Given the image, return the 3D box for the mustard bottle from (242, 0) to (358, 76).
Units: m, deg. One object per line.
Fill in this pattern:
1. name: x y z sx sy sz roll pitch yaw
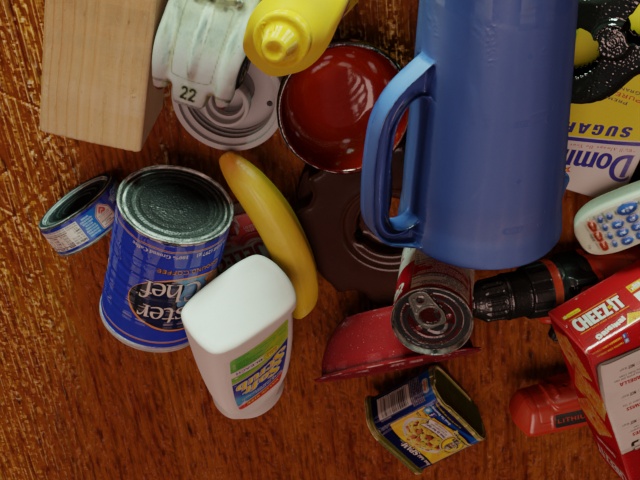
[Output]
1. mustard bottle: -0.013 -0.172 0.807 0.096 0.191 0.058 -39 103 27

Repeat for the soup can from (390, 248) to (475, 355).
1. soup can: 0.099 0.041 0.915 0.068 0.102 0.068 5 122 8

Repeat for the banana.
1. banana: -0.040 0.006 0.967 0.070 0.037 0.198 8 132 29

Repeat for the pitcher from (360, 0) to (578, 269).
1. pitcher: 0.117 -0.104 0.794 0.145 0.149 0.243 11 129 17

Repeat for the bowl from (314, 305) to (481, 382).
1. bowl: 0.069 0.095 1.019 0.162 0.162 0.055 -14 80 16

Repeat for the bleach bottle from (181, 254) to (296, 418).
1. bleach bottle: -0.067 0.111 1.027 0.102 0.068 0.251 -35 157 -14

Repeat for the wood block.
1. wood block: -0.172 -0.190 0.881 0.090 0.090 0.206 12 123 0

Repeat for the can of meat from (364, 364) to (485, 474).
1. can of meat: 0.108 0.183 1.095 0.084 0.057 0.102 -31 124 22

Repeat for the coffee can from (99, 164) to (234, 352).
1. coffee can: -0.141 0.018 0.964 0.103 0.102 0.140 16 131 -3

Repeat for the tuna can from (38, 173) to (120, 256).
1. tuna can: -0.219 -0.025 0.996 0.086 0.086 0.033 -25 115 21

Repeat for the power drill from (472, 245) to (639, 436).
1. power drill: 0.222 0.097 1.004 0.184 0.057 0.188 -9 126 -10

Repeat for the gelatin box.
1. gelatin box: -0.084 0.004 1.028 0.089 0.030 0.073 -12 120 15
